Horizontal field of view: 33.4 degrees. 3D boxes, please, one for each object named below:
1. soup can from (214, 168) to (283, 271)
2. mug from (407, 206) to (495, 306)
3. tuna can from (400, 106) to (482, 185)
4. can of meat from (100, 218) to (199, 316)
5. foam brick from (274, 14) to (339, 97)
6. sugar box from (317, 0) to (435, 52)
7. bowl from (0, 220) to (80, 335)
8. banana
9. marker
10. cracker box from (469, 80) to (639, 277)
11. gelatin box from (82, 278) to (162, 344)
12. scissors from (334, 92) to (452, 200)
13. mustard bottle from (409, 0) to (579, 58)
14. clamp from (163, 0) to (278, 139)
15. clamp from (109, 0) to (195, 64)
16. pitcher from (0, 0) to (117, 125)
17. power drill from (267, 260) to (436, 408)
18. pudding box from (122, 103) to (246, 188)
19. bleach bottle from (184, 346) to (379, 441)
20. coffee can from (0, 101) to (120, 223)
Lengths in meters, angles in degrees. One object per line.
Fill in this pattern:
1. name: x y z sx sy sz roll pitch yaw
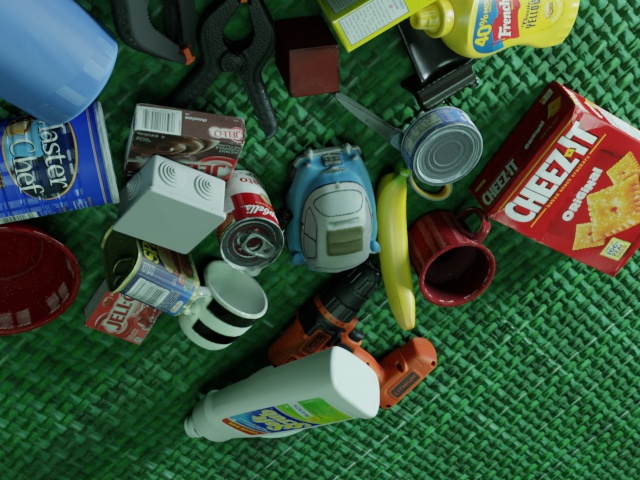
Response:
1. soup can: -0.083 -0.024 1.148 0.068 0.102 0.068 -8 126 -11
2. mug: 0.155 0.009 1.256 0.093 0.081 0.117 23 116 -29
3. tuna can: 0.134 -0.103 1.173 0.086 0.034 0.086 -12 133 -14
4. can of meat: -0.184 0.027 1.156 0.083 0.102 0.057 29 113 -34
5. foam brick: -0.014 -0.185 1.068 0.051 0.078 0.053 -8 126 -10
6. sugar box: 0.083 -0.259 1.035 0.176 0.093 0.048 -28 128 4
7. bowl: -0.337 0.028 1.129 0.162 0.055 0.162 -10 136 -10
8. banana: 0.085 0.003 1.229 0.037 0.069 0.198 -6 110 -3
9. marker: -0.058 0.001 1.198 0.020 0.020 0.121 7 144 -21
10. cracker box: 0.311 -0.067 1.256 0.213 0.072 0.164 23 115 -28
11. gelatin box: -0.219 0.071 1.220 0.073 0.030 0.089 25 114 -30
12. scissors: 0.105 -0.121 1.190 0.096 0.016 0.201 -35 127 7
13. mustard bottle: 0.172 -0.233 1.071 0.191 0.058 0.096 -14 128 -28
14. clamp: -0.099 -0.180 1.073 0.120 0.039 0.171 -3 121 -12
15. clamp: -0.172 -0.236 0.973 0.164 0.036 0.210 -48 142 -28
16. pitcher: -0.310 -0.203 0.945 0.242 0.149 0.145 36 90 -37
17. power drill: 0.055 0.122 1.325 0.187 0.057 0.185 32 115 -30
18. pudding box: -0.141 -0.095 1.093 0.113 0.039 0.090 9 149 -13
19. bleach bottle: -0.058 0.202 1.302 0.251 0.068 0.102 -22 137 30
20. coffee can: -0.277 -0.075 1.052 0.140 0.103 0.103 -11 127 -9
